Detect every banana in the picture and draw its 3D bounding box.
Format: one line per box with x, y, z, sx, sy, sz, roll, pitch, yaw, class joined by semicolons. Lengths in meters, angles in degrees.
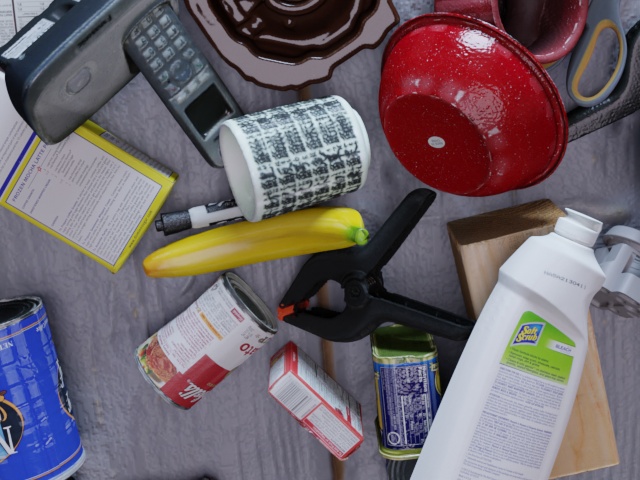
-0.045;-0.001;0.849;0.198;0.069;0.037;-11;90;23;banana

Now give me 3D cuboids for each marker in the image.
-0.074;-0.024;0.867;0.121;0.020;0.020;-13;103;-12;marker

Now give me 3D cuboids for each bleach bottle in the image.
0.154;0.100;0.798;0.102;0.068;0.251;19;99;-19;bleach bottle

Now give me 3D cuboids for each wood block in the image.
0.172;0.081;0.873;0.090;0.091;0.206;-14;103;3;wood block

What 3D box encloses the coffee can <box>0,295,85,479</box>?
-0.259;0.128;0.871;0.103;0.103;0.140;-12;103;2;coffee can

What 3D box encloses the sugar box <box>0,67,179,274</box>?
-0.213;-0.058;0.858;0.176;0.048;0.093;33;100;-5;sugar box

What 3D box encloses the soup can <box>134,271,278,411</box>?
-0.094;0.082;0.881;0.102;0.068;0.068;-41;100;7;soup can

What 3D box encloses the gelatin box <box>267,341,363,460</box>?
-0.004;0.133;0.891;0.030;0.073;0.089;-44;101;9;gelatin box

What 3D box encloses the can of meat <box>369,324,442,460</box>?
0.070;0.120;0.876;0.057;0.102;0.084;-6;101;1;can of meat

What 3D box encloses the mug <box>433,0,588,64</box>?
0.148;-0.185;0.808;0.117;0.082;0.093;-40;114;-21;mug

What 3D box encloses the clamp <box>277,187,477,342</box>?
0.038;0.027;0.853;0.172;0.039;0.120;-9;87;29;clamp

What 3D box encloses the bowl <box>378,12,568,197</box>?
0.100;-0.087;0.799;0.162;0.162;0.055;49;57;-10;bowl
